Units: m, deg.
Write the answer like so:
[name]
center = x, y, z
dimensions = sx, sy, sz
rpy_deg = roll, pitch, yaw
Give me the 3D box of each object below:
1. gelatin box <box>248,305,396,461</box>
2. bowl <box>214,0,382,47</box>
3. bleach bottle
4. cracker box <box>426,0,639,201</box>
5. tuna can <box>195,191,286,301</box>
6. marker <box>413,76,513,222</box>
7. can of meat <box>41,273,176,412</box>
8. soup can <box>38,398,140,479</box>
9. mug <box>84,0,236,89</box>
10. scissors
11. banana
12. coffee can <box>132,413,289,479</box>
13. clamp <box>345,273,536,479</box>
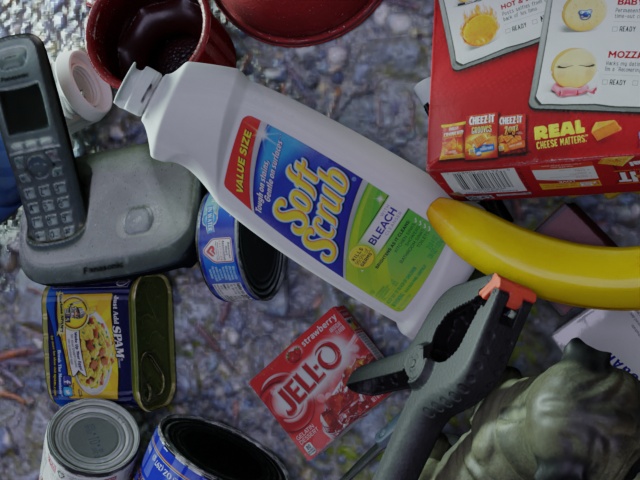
[gelatin box]
center = 0.003, 0.102, 0.765
dimensions = 0.089, 0.030, 0.073
rpy_deg = -42, 78, 14
[bowl]
center = -0.023, -0.222, 0.758
dimensions = 0.162, 0.055, 0.162
rpy_deg = 0, 91, 18
[bleach bottle]
center = -0.018, -0.035, 0.694
dimensions = 0.250, 0.068, 0.103
rpy_deg = 28, 112, -11
[cracker box]
center = 0.156, -0.135, 0.653
dimensions = 0.164, 0.072, 0.213
rpy_deg = -4, 70, 24
[tuna can]
center = -0.055, 0.001, 0.755
dimensions = 0.034, 0.086, 0.086
rpy_deg = -4, 89, 20
[marker]
center = 0.100, -0.057, 0.736
dimensions = 0.020, 0.020, 0.121
rpy_deg = -29, 81, 17
[can of meat]
center = -0.160, 0.077, 0.807
dimensions = 0.084, 0.057, 0.102
rpy_deg = -3, 90, 20
[soup can]
center = -0.172, 0.172, 0.783
dimensions = 0.068, 0.068, 0.102
rpy_deg = 34, 133, 15
[mug]
center = -0.119, -0.143, 0.770
dimensions = 0.117, 0.081, 0.093
rpy_deg = 31, 87, 18
[scissors]
center = 0.059, 0.120, 0.745
dimensions = 0.016, 0.096, 0.202
rpy_deg = 38, 134, -6
[banana]
center = 0.160, 0.007, 0.626
dimensions = 0.198, 0.037, 0.069
rpy_deg = -1, 82, 19
[coffee can]
center = -0.097, 0.210, 0.762
dimensions = 0.103, 0.102, 0.140
rpy_deg = 29, 99, 16
[clamp]
center = 0.067, 0.079, 0.663
dimensions = 0.172, 0.039, 0.120
rpy_deg = -55, 31, 22
